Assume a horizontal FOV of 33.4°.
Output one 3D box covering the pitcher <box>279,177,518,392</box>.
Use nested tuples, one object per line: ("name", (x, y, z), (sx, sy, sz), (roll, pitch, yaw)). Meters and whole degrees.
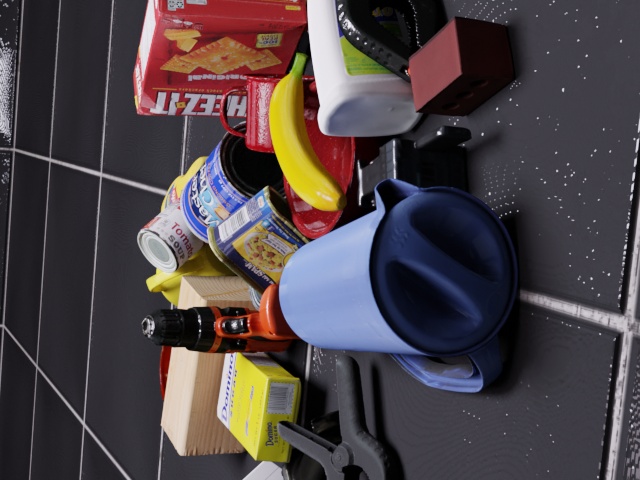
("pitcher", (0.058, 0.047, 0.929), (0.243, 0.144, 0.149), (162, 121, -67))

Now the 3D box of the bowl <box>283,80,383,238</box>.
("bowl", (0.019, -0.081, 1.084), (0.162, 0.055, 0.162), (-178, 90, -64))

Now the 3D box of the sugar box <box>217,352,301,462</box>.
("sugar box", (-0.073, 0.181, 1.211), (0.176, 0.048, 0.093), (-164, 82, -68))

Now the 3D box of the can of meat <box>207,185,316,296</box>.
("can of meat", (-0.058, 0.001, 1.156), (0.084, 0.102, 0.057), (-37, 34, 14))

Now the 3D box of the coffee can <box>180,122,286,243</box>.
("coffee can", (-0.097, -0.064, 1.269), (0.141, 0.102, 0.103), (-40, 52, 57))

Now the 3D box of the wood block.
("wood block", (-0.133, 0.156, 1.340), (0.090, 0.090, 0.206), (37, 121, 59))

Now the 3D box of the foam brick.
("foam brick", (0.117, -0.143, 0.891), (0.078, 0.052, 0.051), (143, 125, -59))

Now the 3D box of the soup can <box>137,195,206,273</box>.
("soup can", (-0.171, -0.015, 1.337), (0.069, 0.102, 0.068), (28, 143, 24))

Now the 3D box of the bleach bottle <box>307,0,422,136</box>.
("bleach bottle", (0.026, -0.220, 1.026), (0.068, 0.102, 0.251), (119, 144, -56))

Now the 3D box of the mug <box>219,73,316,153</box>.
("mug", (-0.053, -0.141, 1.176), (0.093, 0.117, 0.081), (-136, 48, -72))

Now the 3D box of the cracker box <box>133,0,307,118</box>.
("cracker box", (-0.121, -0.220, 1.226), (0.214, 0.164, 0.072), (122, 145, -61))

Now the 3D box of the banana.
("banana", (-0.019, -0.095, 1.056), (0.070, 0.037, 0.198), (122, 141, -47))

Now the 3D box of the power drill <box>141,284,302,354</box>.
("power drill", (-0.074, 0.087, 1.140), (0.188, 0.184, 0.057), (-16, 74, 53))

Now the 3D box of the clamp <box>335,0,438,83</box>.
("clamp", (0.037, -0.231, 0.974), (0.036, 0.164, 0.210), (110, 143, -63))

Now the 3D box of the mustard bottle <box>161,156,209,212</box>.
("mustard bottle", (-0.180, -0.047, 1.491), (0.192, 0.058, 0.096), (-26, 70, 62))

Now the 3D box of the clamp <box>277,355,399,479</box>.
("clamp", (0.032, 0.199, 1.032), (0.172, 0.039, 0.120), (48, 121, 34))
